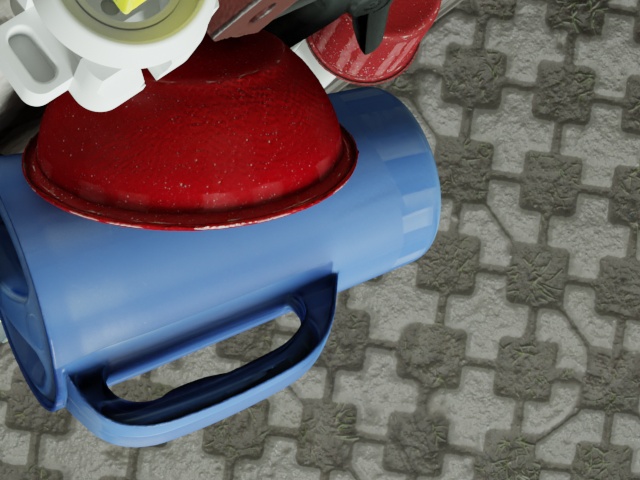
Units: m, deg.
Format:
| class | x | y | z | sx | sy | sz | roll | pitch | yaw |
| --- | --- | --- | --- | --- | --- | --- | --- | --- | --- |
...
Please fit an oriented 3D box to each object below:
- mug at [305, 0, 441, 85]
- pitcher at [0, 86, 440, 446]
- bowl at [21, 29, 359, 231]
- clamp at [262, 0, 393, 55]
| class | x | y | z | sx | sy | sz | roll | pitch | yaw |
| --- | --- | --- | --- | --- | --- | --- | --- | --- | --- |
| mug | 0.028 | -0.169 | 0.770 | 0.117 | 0.093 | 0.081 | 0 | 171 | -10 |
| pitcher | -0.054 | 0.001 | 0.581 | 0.242 | 0.149 | 0.145 | -17 | -167 | -24 |
| bowl | -0.062 | -0.065 | 0.506 | 0.162 | 0.055 | 0.162 | 1 | -151 | -1 |
| clamp | 0.028 | -0.151 | 0.630 | 0.120 | 0.039 | 0.172 | -21 | 173 | -44 |
